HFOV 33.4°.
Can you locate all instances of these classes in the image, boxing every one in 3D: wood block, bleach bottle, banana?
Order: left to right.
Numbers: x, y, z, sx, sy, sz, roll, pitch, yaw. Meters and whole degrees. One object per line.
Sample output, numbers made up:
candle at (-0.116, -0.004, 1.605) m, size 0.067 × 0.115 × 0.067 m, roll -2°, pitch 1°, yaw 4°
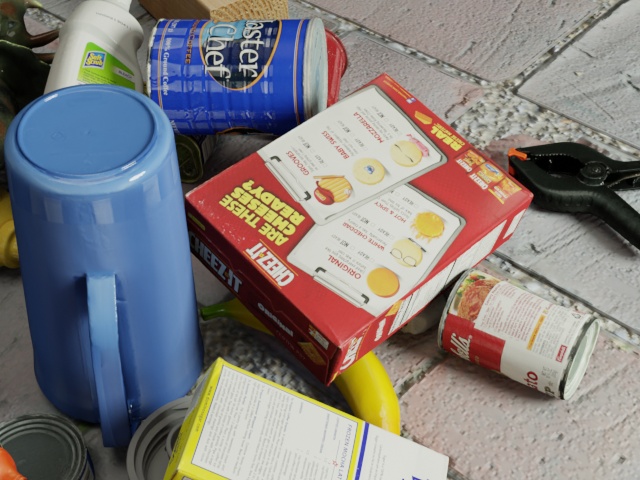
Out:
bleach bottle at (-0.194, -0.112, 0.939) m, size 0.068 × 0.102 × 0.251 m, roll -21°, pitch 54°, yaw 44°
wood block at (-0.124, -0.268, 1.160) m, size 0.090 × 0.090 × 0.206 m, roll -26°, pitch 47°, yaw -21°
banana at (-0.002, 0.088, 0.818) m, size 0.198 × 0.037 × 0.069 m, roll 30°, pitch 62°, yaw 31°

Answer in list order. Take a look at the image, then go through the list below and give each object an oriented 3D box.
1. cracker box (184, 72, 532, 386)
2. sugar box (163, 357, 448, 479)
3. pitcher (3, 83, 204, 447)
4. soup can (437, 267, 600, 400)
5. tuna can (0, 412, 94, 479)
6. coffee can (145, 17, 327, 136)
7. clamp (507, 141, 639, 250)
cracker box at (0.028, -0.015, 0.812) m, size 0.213 × 0.072 × 0.164 m, roll -36°, pitch 67°, yaw -29°
sugar box at (-0.007, 0.153, 0.693) m, size 0.176 × 0.048 × 0.093 m, roll 27°, pitch 45°, yaw -10°
pitcher at (-0.151, 0.020, 0.754) m, size 0.149 × 0.243 × 0.144 m, roll 31°, pitch 53°, yaw 24°
soup can at (0.148, 0.069, 0.798) m, size 0.102 × 0.068 × 0.068 m, roll 22°, pitch 50°, yaw 25°
tuna can at (-0.205, 0.167, 0.758) m, size 0.086 × 0.034 × 0.086 m, roll -3°, pitch 44°, yaw 3°
coffee can at (-0.069, -0.141, 0.928) m, size 0.140 × 0.103 × 0.102 m, roll 2°, pitch 44°, yaw 8°
clamp at (0.240, -0.041, 0.925) m, size 0.172 × 0.039 × 0.120 m, roll 9°, pitch 41°, yaw 23°
